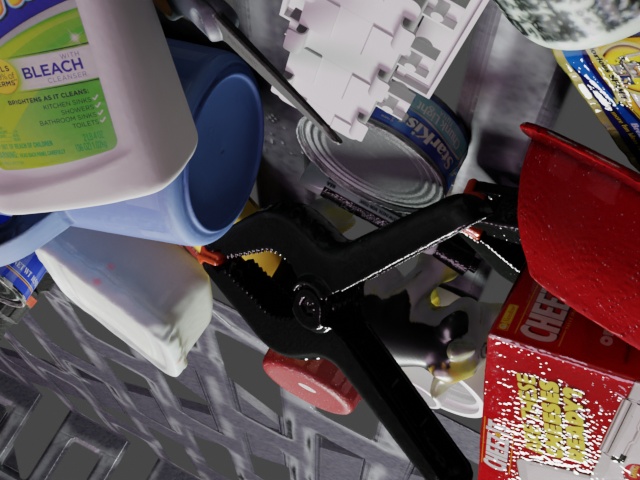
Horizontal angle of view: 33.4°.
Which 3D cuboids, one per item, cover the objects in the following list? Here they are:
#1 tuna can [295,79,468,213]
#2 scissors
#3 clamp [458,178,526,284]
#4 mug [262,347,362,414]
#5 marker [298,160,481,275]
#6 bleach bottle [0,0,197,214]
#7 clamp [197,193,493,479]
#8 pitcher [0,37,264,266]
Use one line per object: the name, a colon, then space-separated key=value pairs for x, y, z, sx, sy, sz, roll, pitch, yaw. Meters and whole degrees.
tuna can: x=0.033 y=-0.052 z=0.552 sx=0.086 sy=0.033 sz=0.086 roll=26 pitch=160 yaw=10
scissors: x=-0.056 y=-0.113 z=0.448 sx=0.202 sy=0.016 sz=0.096 roll=43 pitch=163 yaw=51
clamp: x=0.148 y=0.024 z=0.566 sx=0.171 sy=0.039 sz=0.120 roll=26 pitch=150 yaw=10
mug: x=0.012 y=0.090 z=0.849 sx=0.093 sy=0.081 sz=0.117 roll=14 pitch=155 yaw=36
marker: x=0.043 y=-0.013 z=0.652 sx=0.121 sy=0.020 sz=0.020 roll=29 pitch=160 yaw=1
bleach bottle: x=-0.135 y=-0.134 z=0.445 sx=0.103 sy=0.068 sz=0.251 roll=-6 pitch=122 yaw=19
clamp: x=0.009 y=0.042 z=0.597 sx=0.210 sy=0.036 sz=0.164 roll=12 pitch=113 yaw=44
pitcher: x=-0.164 y=-0.062 z=0.613 sx=0.243 sy=0.149 sz=0.144 roll=12 pitch=-162 yaw=21
